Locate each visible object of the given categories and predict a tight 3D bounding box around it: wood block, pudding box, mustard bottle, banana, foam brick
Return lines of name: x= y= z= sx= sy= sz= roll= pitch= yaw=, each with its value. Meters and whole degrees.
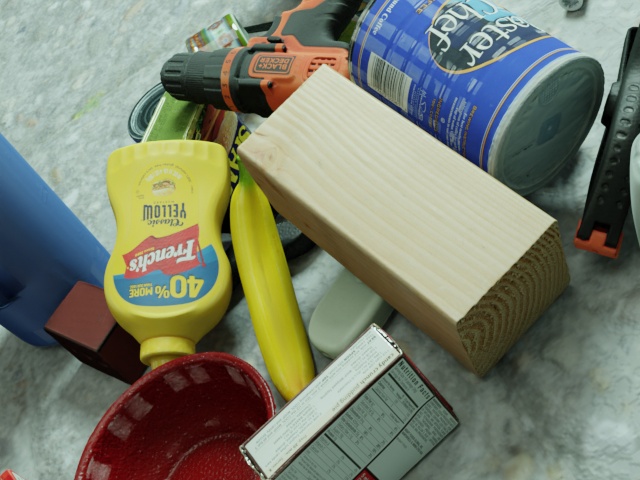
wood block: x=0.053 y=-0.016 z=0.708 sx=0.090 sy=0.090 sz=0.206 roll=-46 pitch=58 yaw=-9
pudding box: x=0.020 y=0.118 z=0.652 sx=0.113 sy=0.090 sz=0.039 roll=-44 pitch=42 yaw=-5
mustard bottle: x=-0.116 y=0.019 z=0.813 sx=0.096 sy=0.058 sz=0.191 roll=-3 pitch=68 yaw=0
banana: x=-0.039 y=0.036 z=0.778 sx=0.037 sy=0.069 sz=0.198 roll=-17 pitch=68 yaw=2
foam brick: x=-0.174 y=0.074 z=0.860 sx=0.078 sy=0.053 sz=0.051 roll=14 pitch=63 yaw=43

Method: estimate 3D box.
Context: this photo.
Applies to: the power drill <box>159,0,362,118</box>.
power drill: x=-0.028 y=-0.185 z=0.870 sx=0.185 sy=0.057 sz=0.187 roll=9 pitch=68 yaw=27

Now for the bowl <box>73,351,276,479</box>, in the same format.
bowl: x=-0.087 y=0.158 z=0.720 sx=0.162 sy=0.055 sz=0.162 roll=-20 pitch=44 yaw=21

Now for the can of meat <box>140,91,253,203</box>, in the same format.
can of meat: x=-0.105 y=-0.080 z=0.925 sx=0.058 sy=0.084 sz=0.102 roll=-6 pitch=50 yaw=32

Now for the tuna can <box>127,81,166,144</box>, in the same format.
tuna can: x=-0.142 y=-0.118 z=1.024 sx=0.086 sy=0.033 sz=0.086 roll=-20 pitch=44 yaw=21

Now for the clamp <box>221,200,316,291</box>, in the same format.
clamp: x=-0.056 y=0.001 z=0.853 sx=0.172 sy=0.039 sz=0.120 roll=-20 pitch=62 yaw=18

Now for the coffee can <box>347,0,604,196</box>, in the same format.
coffee can: x=0.102 y=-0.108 z=0.713 sx=0.102 sy=0.102 sz=0.140 roll=-45 pitch=57 yaw=-7

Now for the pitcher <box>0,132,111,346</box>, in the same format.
pitcher: x=-0.278 y=-0.010 z=0.866 sx=0.145 sy=0.242 sz=0.149 roll=13 pitch=62 yaw=42
